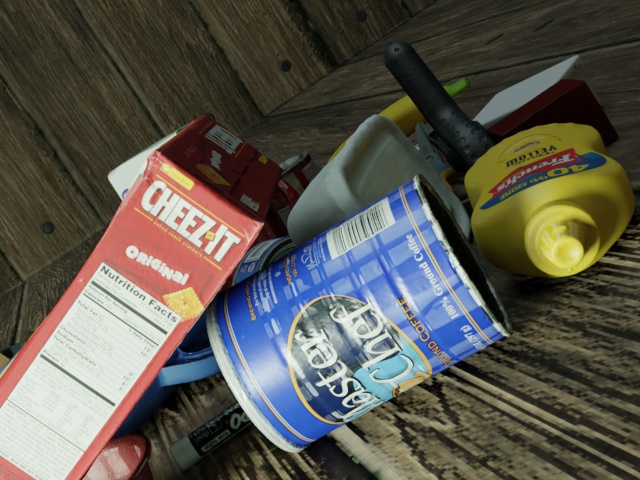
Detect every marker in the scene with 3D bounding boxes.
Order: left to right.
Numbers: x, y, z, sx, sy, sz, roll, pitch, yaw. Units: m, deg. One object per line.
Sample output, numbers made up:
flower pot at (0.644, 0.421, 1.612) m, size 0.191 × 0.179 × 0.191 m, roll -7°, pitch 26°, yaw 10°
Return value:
marker at (-0.045, 0.111, 0.708) m, size 0.121 × 0.020 × 0.020 m, roll -34°, pitch 11°, yaw -5°

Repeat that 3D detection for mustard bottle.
mustard bottle at (0.139, -0.022, 0.651) m, size 0.096 × 0.058 × 0.191 m, roll -19°, pitch 15°, yaw 11°

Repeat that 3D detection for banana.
banana at (0.063, -0.107, 1.048) m, size 0.197 × 0.037 × 0.070 m, roll -39°, pitch 0°, yaw -29°

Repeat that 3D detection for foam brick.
foam brick at (0.175, -0.081, 0.817) m, size 0.078 × 0.053 × 0.051 m, roll -33°, pitch 11°, yaw 0°

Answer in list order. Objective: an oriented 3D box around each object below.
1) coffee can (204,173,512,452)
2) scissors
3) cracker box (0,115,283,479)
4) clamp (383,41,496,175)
coffee can at (0.021, 0.042, 0.601) m, size 0.140 × 0.103 × 0.102 m, roll -31°, pitch 12°, yaw 12°
scissors at (0.084, -0.053, 0.931) m, size 0.096 × 0.016 × 0.202 m, roll -37°, pitch 24°, yaw -1°
cracker box at (-0.113, 0.038, 0.611) m, size 0.214 × 0.072 × 0.164 m, roll -54°, pitch 7°, yaw 12°
clamp at (0.104, -0.080, 0.808) m, size 0.039 × 0.120 × 0.172 m, roll -42°, pitch 40°, yaw 5°
